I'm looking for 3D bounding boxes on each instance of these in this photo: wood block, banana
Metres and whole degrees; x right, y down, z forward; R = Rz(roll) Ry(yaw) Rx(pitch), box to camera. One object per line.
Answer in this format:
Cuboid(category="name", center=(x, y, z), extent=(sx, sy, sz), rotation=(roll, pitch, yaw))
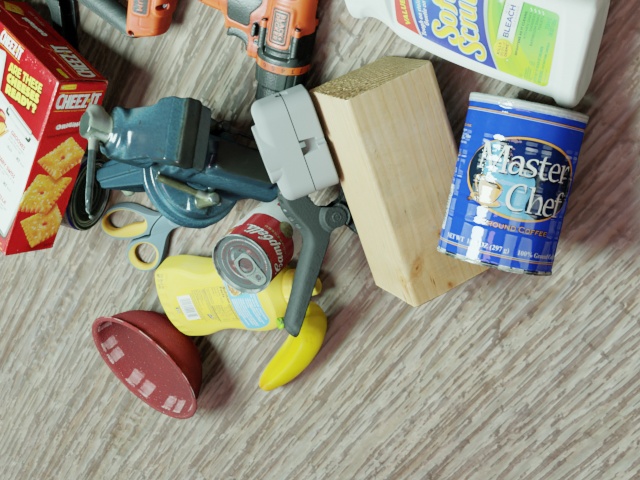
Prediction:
Cuboid(category="wood block", center=(0.076, -0.057, 0.990), extent=(0.091, 0.090, 0.206), rotation=(28, 141, 64))
Cuboid(category="banana", center=(-0.029, 0.111, 1.170), extent=(0.198, 0.069, 0.037), rotation=(105, 146, -60))

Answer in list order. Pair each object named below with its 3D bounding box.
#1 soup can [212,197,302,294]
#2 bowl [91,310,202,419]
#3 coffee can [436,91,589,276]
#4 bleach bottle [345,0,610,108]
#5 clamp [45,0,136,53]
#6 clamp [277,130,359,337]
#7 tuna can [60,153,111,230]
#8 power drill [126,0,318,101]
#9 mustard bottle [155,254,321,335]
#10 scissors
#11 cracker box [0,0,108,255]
Cuboid(category="soup can", center=(-0.057, 0.001, 1.103), extent=(0.069, 0.102, 0.068), rotation=(14, 123, 22))
Cuboid(category="bowl", center=(-0.194, 0.136, 1.268), extent=(0.162, 0.055, 0.162), rotation=(28, 144, 22))
Cuboid(category="coffee can", center=(0.165, -0.049, 0.922), extent=(0.103, 0.102, 0.140), rotation=(14, 98, 20))
Cuboid(category="bleach bottle", center=(0.115, -0.198, 0.926), extent=(0.251, 0.068, 0.103), rotation=(19, 125, 20))
Cuboid(category="clamp", center=(-0.268, -0.257, 1.107), extent=(0.120, 0.039, 0.171), rotation=(-30, 97, 32))
Cuboid(category="clamp", center=(0.024, -0.022, 1.064), extent=(0.164, 0.036, 0.210), rotation=(-13, 97, -11))
Cuboid(category="tuna can", center=(-0.270, -0.055, 1.194), extent=(0.034, 0.086, 0.086), rotation=(15, 123, 17))
Cuboid(category="power drill", center=(-0.093, -0.208, 1.032), extent=(0.188, 0.057, 0.184), rotation=(20, 121, 13))
Cuboid(category="mustard bottle", center=(-0.085, 0.056, 1.178), extent=(0.192, 0.058, 0.096), rotation=(-6, 119, 30))
Cuboid(category="scissors", center=(-0.163, -0.008, 1.208), extent=(0.202, 0.016, 0.096), rotation=(0, 120, 29))
Cuboid(category="cracker box", center=(-0.318, -0.118, 1.116), extent=(0.164, 0.071, 0.214), rotation=(43, 122, 27))
